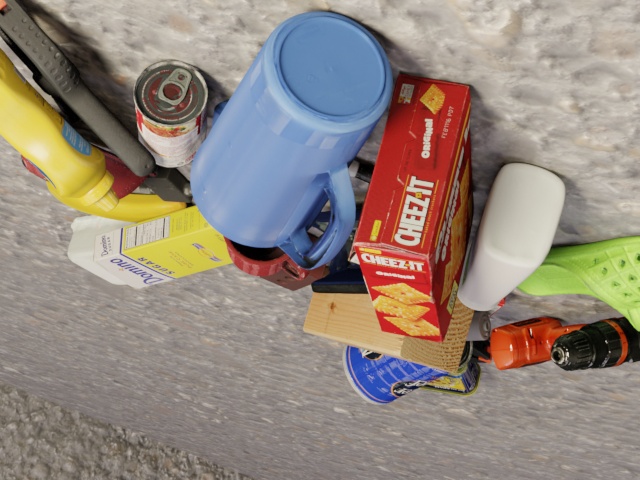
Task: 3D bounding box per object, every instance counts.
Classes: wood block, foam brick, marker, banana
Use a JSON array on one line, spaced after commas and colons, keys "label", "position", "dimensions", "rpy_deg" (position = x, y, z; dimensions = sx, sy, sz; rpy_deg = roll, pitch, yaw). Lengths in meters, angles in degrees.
[{"label": "wood block", "position": [0.078, 0.090, 1.276], "dimensions": [0.090, 0.091, 0.206], "rpy_deg": [20, 174, -31]}, {"label": "foam brick", "position": [-0.031, 0.025, 1.321], "dimensions": [0.053, 0.051, 0.078], "rpy_deg": [24, 158, -20]}, {"label": "marker", "position": [0.006, -0.081, 1.073], "dimensions": [0.121, 0.020, 0.020], "rpy_deg": [18, 159, -4]}, {"label": "banana", "position": [-0.259, -0.050, 1.324], "dimensions": [0.198, 0.037, 0.069], "rpy_deg": [14, 159, 6]}]

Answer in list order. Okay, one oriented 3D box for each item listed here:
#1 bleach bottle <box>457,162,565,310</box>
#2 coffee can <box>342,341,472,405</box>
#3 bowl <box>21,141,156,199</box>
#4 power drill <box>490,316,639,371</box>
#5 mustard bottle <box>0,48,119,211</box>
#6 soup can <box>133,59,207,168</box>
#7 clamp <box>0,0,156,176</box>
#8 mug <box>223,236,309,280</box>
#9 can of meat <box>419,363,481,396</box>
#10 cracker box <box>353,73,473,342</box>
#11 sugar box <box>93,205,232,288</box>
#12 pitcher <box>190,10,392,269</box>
[{"label": "bleach bottle", "position": [0.180, 0.010, 1.086], "dimensions": [0.068, 0.102, 0.251], "rpy_deg": [18, 165, 3]}, {"label": "coffee can", "position": [0.112, 0.142, 1.382], "dimensions": [0.102, 0.102, 0.141], "rpy_deg": [29, 138, -28]}, {"label": "bowl", "position": [-0.262, -0.082, 1.148], "dimensions": [0.162, 0.055, 0.162], "rpy_deg": [25, 180, 0]}, {"label": "power drill", "position": [0.285, 0.119, 1.225], "dimensions": [0.184, 0.057, 0.188], "rpy_deg": [-5, 178, -34]}, {"label": "mustard bottle", "position": [-0.259, -0.097, 1.004], "dimensions": [0.191, 0.058, 0.096], "rpy_deg": [48, 180, -28]}, {"label": "soup can", "position": [-0.143, -0.119, 1.024], "dimensions": [0.068, 0.068, 0.102], "rpy_deg": [17, 160, -1]}, {"label": "clamp", "position": [-0.253, -0.156, 1.017], "dimensions": [0.165, 0.036, 0.209], "rpy_deg": [31, 163, 50]}, {"label": "mug", "position": [-0.058, 0.001, 1.220], "dimensions": [0.117, 0.093, 0.081], "rpy_deg": [41, 165, 6]}, {"label": "can of meat", "position": [0.176, 0.181, 1.549], "dimensions": [0.102, 0.057, 0.084], "rpy_deg": [7, 155, 22]}, {"label": "cracker box", "position": [0.092, -0.021, 0.958], "dimensions": [0.072, 0.164, 0.213], "rpy_deg": [10, 158, 13]}, {"label": "sugar box", "position": [-0.181, 0.008, 1.313], "dimensions": [0.176, 0.048, 0.093], "rpy_deg": [-18, 147, 22]}, {"label": "pitcher", "position": [-0.021, -0.084, 0.926], "dimensions": [0.149, 0.145, 0.243], "rpy_deg": [22, 156, -9]}]
